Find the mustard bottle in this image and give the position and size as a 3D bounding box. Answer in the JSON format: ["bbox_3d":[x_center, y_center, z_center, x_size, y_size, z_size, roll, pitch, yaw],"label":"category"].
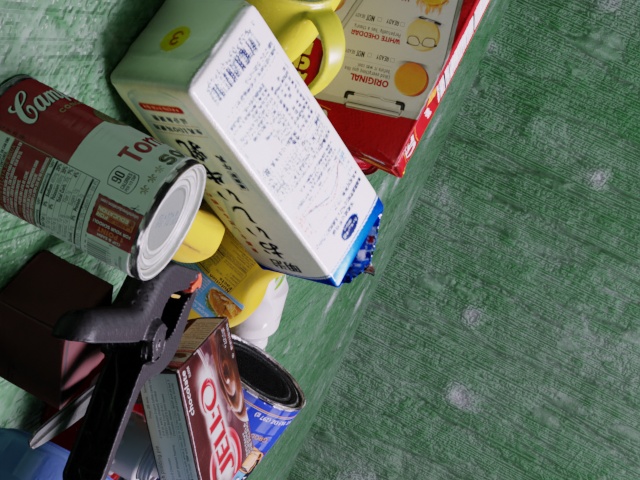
[{"bbox_3d":[-0.081,0.018,0.867,0.192,0.096,0.058,-44,-179,36],"label":"mustard bottle"}]

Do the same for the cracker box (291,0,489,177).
[{"bbox_3d":[0.033,-0.176,0.784,0.214,0.164,0.072,-64,169,-1],"label":"cracker box"}]

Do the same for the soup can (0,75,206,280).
[{"bbox_3d":[-0.117,-0.031,0.535,0.068,0.102,0.068,-60,170,-18],"label":"soup can"}]

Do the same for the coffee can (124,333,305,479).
[{"bbox_3d":[-0.094,0.165,0.932,0.140,0.103,0.102,-53,173,12],"label":"coffee can"}]

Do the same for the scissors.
[{"bbox_3d":[-0.132,0.076,0.699,0.201,0.016,0.096,12,95,-79],"label":"scissors"}]

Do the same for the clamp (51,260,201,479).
[{"bbox_3d":[-0.116,0.055,0.645,0.171,0.039,0.120,-68,170,-51],"label":"clamp"}]

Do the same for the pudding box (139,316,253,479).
[{"bbox_3d":[-0.087,0.122,0.755,0.090,0.039,0.113,-51,132,-64],"label":"pudding box"}]

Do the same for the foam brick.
[{"bbox_3d":[-0.167,0.055,0.663,0.051,0.053,0.078,-55,169,-44],"label":"foam brick"}]
